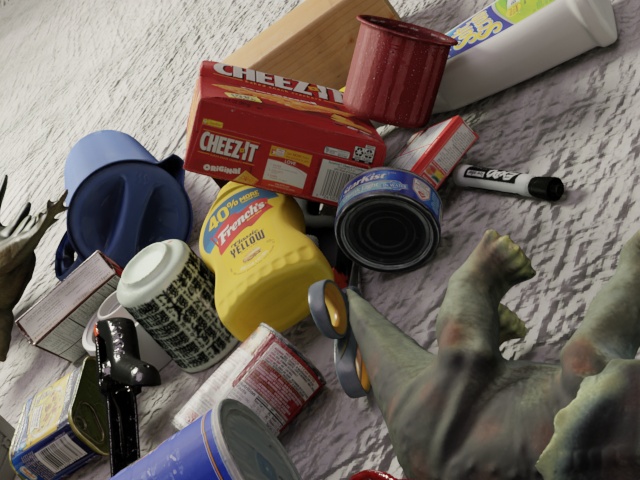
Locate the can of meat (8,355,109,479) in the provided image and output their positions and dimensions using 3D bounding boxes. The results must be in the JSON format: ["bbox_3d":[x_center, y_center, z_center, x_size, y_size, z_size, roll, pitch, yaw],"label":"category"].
[{"bbox_3d":[-0.228,0.166,0.964,0.084,0.057,0.102,-33,27,19],"label":"can of meat"}]

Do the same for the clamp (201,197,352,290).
[{"bbox_3d":[-0.021,-0.001,0.976,0.164,0.036,0.210,-47,30,-12],"label":"clamp"}]

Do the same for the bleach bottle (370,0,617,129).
[{"bbox_3d":[0.146,-0.168,0.995,0.251,0.068,0.102,-27,31,28],"label":"bleach bottle"}]

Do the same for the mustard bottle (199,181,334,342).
[{"bbox_3d":[-0.056,0.001,0.919,0.096,0.058,0.192,-35,34,6],"label":"mustard bottle"}]

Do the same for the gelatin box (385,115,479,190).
[{"bbox_3d":[0.088,-0.066,0.926,0.073,0.030,0.089,-50,12,-19],"label":"gelatin box"}]

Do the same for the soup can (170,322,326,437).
[{"bbox_3d":[-0.054,0.122,0.800,0.102,0.068,0.069,-47,28,-13],"label":"soup can"}]

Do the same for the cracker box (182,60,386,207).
[{"bbox_3d":[-0.038,-0.102,0.974,0.214,0.164,0.072,-106,30,-71],"label":"cracker box"}]

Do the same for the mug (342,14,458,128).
[{"bbox_3d":[0.064,-0.154,0.964,0.117,0.093,0.081,-126,47,-62],"label":"mug"}]

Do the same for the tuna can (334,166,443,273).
[{"bbox_3d":[0.054,-0.015,0.850,0.086,0.086,0.033,-24,32,28],"label":"tuna can"}]

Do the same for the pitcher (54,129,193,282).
[{"bbox_3d":[-0.240,-0.046,1.228,0.149,0.145,0.243,-7,18,-15],"label":"pitcher"}]

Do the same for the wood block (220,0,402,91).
[{"bbox_3d":[-0.009,-0.216,1.227,0.206,0.090,0.091,-34,27,12],"label":"wood block"}]

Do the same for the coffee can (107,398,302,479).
[{"bbox_3d":[-0.088,0.180,0.669,0.140,0.102,0.103,-35,27,9],"label":"coffee can"}]

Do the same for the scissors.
[{"bbox_3d":[0.016,0.036,0.823,0.016,0.096,0.201,-21,34,13],"label":"scissors"}]

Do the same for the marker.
[{"bbox_3d":[0.149,-0.046,0.852,0.020,0.020,0.121,-48,28,-15],"label":"marker"}]

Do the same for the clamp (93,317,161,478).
[{"bbox_3d":[-0.164,0.112,0.895,0.120,0.039,0.171,-65,32,31],"label":"clamp"}]

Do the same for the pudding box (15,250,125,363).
[{"bbox_3d":[-0.241,0.069,1.089,0.113,0.090,0.039,-43,67,-3],"label":"pudding box"}]
